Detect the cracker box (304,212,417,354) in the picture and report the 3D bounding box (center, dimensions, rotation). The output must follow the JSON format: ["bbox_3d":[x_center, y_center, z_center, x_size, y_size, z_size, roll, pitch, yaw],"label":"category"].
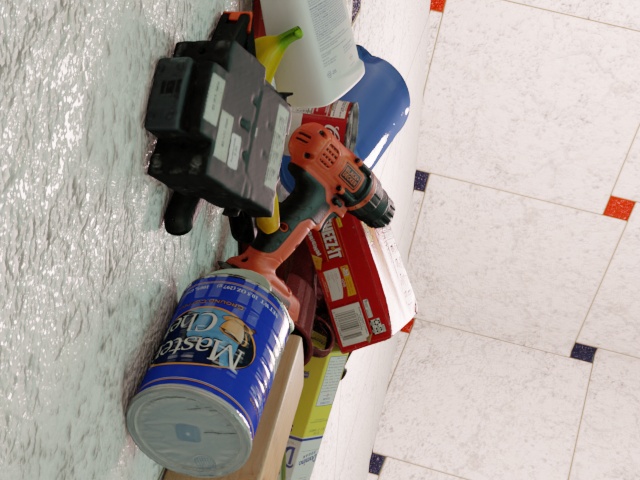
[{"bbox_3d":[0.053,0.036,1.303,0.213,0.072,0.164,-16,88,-76],"label":"cracker box"}]

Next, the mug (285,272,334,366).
[{"bbox_3d":[-0.038,0.093,1.191,0.081,0.117,0.093,-79,-167,-49],"label":"mug"}]

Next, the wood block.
[{"bbox_3d":[-0.083,0.193,1.058,0.090,0.091,0.206,90,12,-46],"label":"wood block"}]

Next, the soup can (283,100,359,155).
[{"bbox_3d":[-0.014,-0.122,1.152,0.068,0.102,0.068,9,90,-81],"label":"soup can"}]

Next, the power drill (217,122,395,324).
[{"bbox_3d":[-0.010,-0.007,1.101,0.187,0.057,0.184,-58,139,-7],"label":"power drill"}]

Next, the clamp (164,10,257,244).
[{"bbox_3d":[-0.081,-0.094,0.942,0.164,0.036,0.210,31,66,-72],"label":"clamp"}]

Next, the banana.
[{"bbox_3d":[-0.060,-0.107,1.001,0.037,0.070,0.198,-12,116,-42],"label":"banana"}]

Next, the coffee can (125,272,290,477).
[{"bbox_3d":[-0.090,0.110,0.890,0.140,0.103,0.103,-71,167,-50],"label":"coffee can"}]

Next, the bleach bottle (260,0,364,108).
[{"bbox_3d":[-0.021,-0.256,0.996,0.102,0.068,0.251,-49,135,-49],"label":"bleach bottle"}]

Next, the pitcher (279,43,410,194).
[{"bbox_3d":[0.028,-0.128,1.346,0.145,0.149,0.242,-42,-171,31],"label":"pitcher"}]

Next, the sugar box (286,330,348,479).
[{"bbox_3d":[-0.034,0.195,1.281,0.048,0.093,0.176,5,105,-49],"label":"sugar box"}]

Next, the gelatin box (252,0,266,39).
[{"bbox_3d":[-0.044,-0.241,1.082,0.089,0.030,0.073,-59,156,-69],"label":"gelatin box"}]

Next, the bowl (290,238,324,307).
[{"bbox_3d":[-0.016,0.006,1.426,0.162,0.055,0.162,9,90,-81],"label":"bowl"}]
